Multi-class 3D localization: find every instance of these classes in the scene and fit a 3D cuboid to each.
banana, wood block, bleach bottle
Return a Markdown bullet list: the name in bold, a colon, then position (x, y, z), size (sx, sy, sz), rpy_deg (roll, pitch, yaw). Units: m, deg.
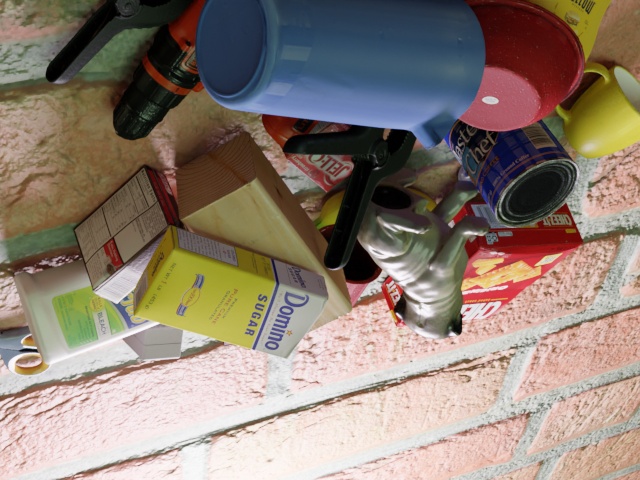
- **banana**: position (0.077, -0.038, 1.260), size (0.197, 0.037, 0.070), rpy_deg (-1, 152, -31)
- **wood block**: position (-0.057, 0.001, 1.116), size (0.090, 0.091, 0.206), rpy_deg (-27, 127, 11)
- **bleach bottle**: position (-0.193, 0.044, 1.155), size (0.250, 0.068, 0.102), rpy_deg (-20, 118, -20)

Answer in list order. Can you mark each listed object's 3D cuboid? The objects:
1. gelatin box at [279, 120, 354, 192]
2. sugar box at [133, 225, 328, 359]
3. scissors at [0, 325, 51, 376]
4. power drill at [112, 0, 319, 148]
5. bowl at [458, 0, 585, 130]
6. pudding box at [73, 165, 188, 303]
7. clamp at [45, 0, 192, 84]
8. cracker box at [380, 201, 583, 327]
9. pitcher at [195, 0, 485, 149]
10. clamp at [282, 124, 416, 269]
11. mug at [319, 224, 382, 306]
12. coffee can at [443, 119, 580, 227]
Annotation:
- **gelatin box**: position (0.009, -0.098, 1.143), size (0.073, 0.030, 0.089), rpy_deg (-36, 143, 12)
- **sugar box**: position (-0.088, 0.055, 1.062), size (0.176, 0.048, 0.093), rpy_deg (20, 122, -24)
- **scissors**: position (-0.369, 0.120, 1.181), size (0.201, 0.016, 0.096), rpy_deg (1, 135, -34)
- **power drill**: position (-0.081, -0.145, 1.002), size (0.187, 0.057, 0.185), rpy_deg (17, 126, -44)
- **bowl**: position (0.167, -0.154, 1.016), size (0.162, 0.055, 0.162), rpy_deg (12, 148, 7)
- **pudding box**: position (-0.191, -0.007, 1.076), size (0.114, 0.090, 0.039), rpy_deg (-38, 142, 15)
- **clamp**: position (-0.172, -0.208, 0.882), size (0.171, 0.039, 0.120), rpy_deg (-31, 149, -6)
- **cracker box**: position (0.202, 0.033, 1.359), size (0.163, 0.072, 0.214), rpy_deg (-2, 150, -31)
- **pitcher**: position (0.015, -0.172, 0.918), size (0.242, 0.149, 0.145), rpy_deg (-3, 126, -42)
- **clamp**: position (0.043, -0.094, 1.085), size (0.209, 0.036, 0.164), rpy_deg (-52, 139, -24)
- **mug**: position (0.007, 0.042, 1.262), size (0.117, 0.093, 0.082), rpy_deg (-15, 149, -37)
- **coffee can**: position (0.205, -0.099, 1.173), size (0.102, 0.140, 0.103), rpy_deg (-18, 143, -14)
